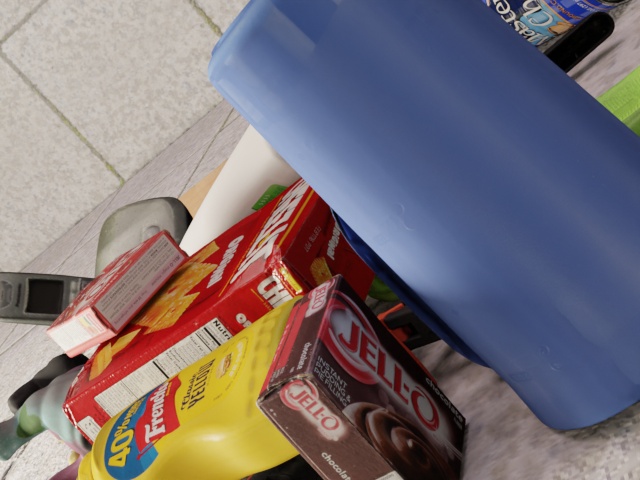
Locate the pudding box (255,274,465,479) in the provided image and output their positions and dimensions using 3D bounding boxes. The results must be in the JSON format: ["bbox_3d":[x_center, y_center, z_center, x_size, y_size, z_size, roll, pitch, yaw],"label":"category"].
[{"bbox_3d":[0.024,0.085,0.529,0.039,0.113,0.090,-31,18,25],"label":"pudding box"}]

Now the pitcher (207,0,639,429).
[{"bbox_3d":[0.063,-0.032,0.506,0.149,0.243,0.145,-46,7,11],"label":"pitcher"}]

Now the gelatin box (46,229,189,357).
[{"bbox_3d":[-0.144,0.037,0.756,0.073,0.030,0.089,-25,21,48],"label":"gelatin box"}]

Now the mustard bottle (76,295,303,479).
[{"bbox_3d":[-0.074,0.109,0.605,0.192,0.058,0.096,-33,26,28],"label":"mustard bottle"}]

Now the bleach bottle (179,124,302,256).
[{"bbox_3d":[-0.056,0.001,0.858,0.251,0.102,0.068,-54,37,41],"label":"bleach bottle"}]

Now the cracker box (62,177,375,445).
[{"bbox_3d":[-0.059,0.043,0.723,0.214,0.072,0.164,-34,15,30],"label":"cracker box"}]
